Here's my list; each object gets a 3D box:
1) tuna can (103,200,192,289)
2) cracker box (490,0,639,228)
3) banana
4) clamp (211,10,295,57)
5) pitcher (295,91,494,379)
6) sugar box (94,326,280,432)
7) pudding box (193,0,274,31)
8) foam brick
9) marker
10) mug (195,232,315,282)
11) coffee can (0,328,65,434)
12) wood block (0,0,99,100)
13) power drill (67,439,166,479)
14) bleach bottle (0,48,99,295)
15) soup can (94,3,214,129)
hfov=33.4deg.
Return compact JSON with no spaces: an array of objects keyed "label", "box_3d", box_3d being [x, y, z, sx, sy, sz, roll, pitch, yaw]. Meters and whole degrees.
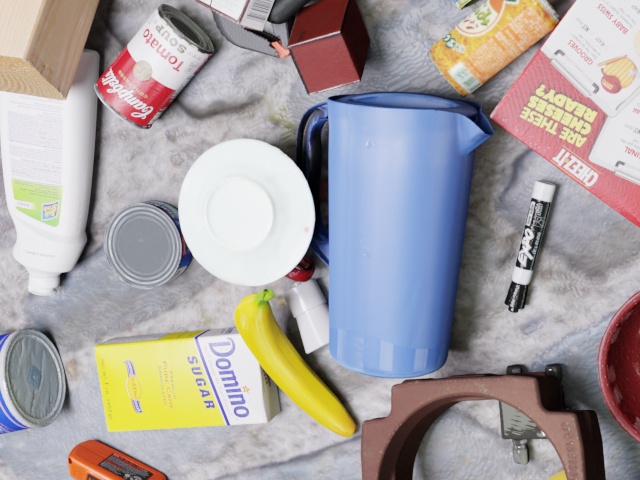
[{"label":"tuna can","box_3d":[-0.170,0.003,1.064,0.086,0.033,0.086,3,99,18]},{"label":"cracker box","box_3d":[0.270,-0.141,0.874,0.164,0.072,0.214,38,109,10]},{"label":"banana","box_3d":[-0.031,0.114,1.000,0.037,0.070,0.197,-43,125,-17]},{"label":"clamp","box_3d":[-0.089,-0.235,0.998,0.120,0.039,0.171,-30,90,32]},{"label":"pitcher","box_3d":[0.058,-0.010,0.943,0.145,0.149,0.243,0,103,-12]},{"label":"sugar box","box_3d":[-0.134,0.139,1.066,0.176,0.048,0.093,-7,96,20]},{"label":"pudding box","box_3d":[-0.072,-0.253,0.934,0.090,0.039,0.113,33,107,29]},{"label":"foam brick","box_3d":[0.008,-0.175,0.947,0.053,0.078,0.051,-13,125,20]},{"label":"marker","box_3d":[0.186,0.007,0.952,0.020,0.020,0.121,16,103,16]},{"label":"mug","box_3d":[-0.057,0.001,1.000,0.117,0.081,0.093,39,108,9]},{"label":"coffee can","box_3d":[-0.354,0.155,1.112,0.140,0.102,0.103,-14,94,20]},{"label":"wood block","box_3d":[-0.260,-0.245,0.983,0.091,0.090,0.206,10,75,17]},{"label":"power drill","box_3d":[-0.250,0.309,1.127,0.184,0.057,0.188,22,107,10]},{"label":"bleach bottle","box_3d":[-0.280,-0.070,1.076,0.103,0.068,0.251,11,104,18]},{"label":"soup can","box_3d":[-0.158,-0.165,1.016,0.068,0.068,0.102,46,108,7]}]
